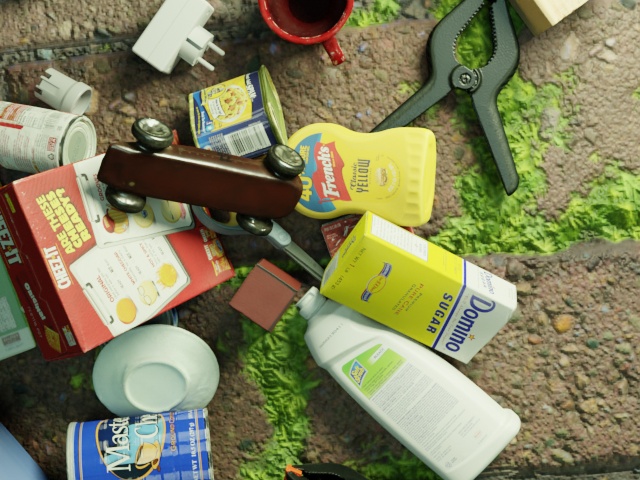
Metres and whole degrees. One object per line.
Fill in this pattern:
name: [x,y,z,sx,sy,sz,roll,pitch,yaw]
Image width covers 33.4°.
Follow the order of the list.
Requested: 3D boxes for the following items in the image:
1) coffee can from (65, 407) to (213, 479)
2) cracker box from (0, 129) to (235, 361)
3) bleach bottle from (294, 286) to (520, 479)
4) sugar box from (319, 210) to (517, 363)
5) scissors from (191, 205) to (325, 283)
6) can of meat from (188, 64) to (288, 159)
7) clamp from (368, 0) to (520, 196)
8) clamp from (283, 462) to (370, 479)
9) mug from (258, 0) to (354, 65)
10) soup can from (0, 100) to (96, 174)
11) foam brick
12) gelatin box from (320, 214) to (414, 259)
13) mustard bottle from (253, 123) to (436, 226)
coffee can: [-0.180,0.229,1.085,0.140,0.103,0.103,-6,95,-7]
cracker box: [-0.199,0.000,1.026,0.072,0.213,0.164,-18,96,40]
bleach bottle: [0.080,0.137,1.099,0.251,0.068,0.102,43,95,0]
sugar box: [0.098,0.050,1.062,0.176,0.048,0.093,27,127,-11]
scissors: [-0.057,0.001,1.088,0.202,0.096,0.016,53,136,-2]
can of meat: [-0.083,-0.120,1.063,0.084,0.102,0.057,-18,130,6]
clamp: [0.135,-0.160,1.083,0.164,0.036,0.210,9,97,3]
clamp: [0.042,0.274,1.089,0.171,0.120,0.039,10,111,5]
mug: [-0.007,-0.227,1.059,0.093,0.081,0.117,-30,93,4]
soup can: [-0.287,-0.101,1.075,0.102,0.068,0.068,11,95,16]
foam brick: [-0.055,0.054,1.088,0.051,0.078,0.053,34,93,-1]
gelatin box: [0.054,0.004,1.103,0.089,0.030,0.073,-20,94,4]
mustard bottle: [0.017,-0.069,1.071,0.192,0.058,0.096,5,100,19]
